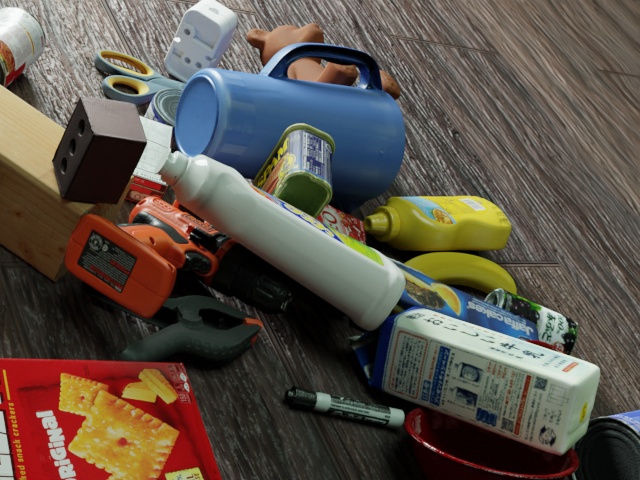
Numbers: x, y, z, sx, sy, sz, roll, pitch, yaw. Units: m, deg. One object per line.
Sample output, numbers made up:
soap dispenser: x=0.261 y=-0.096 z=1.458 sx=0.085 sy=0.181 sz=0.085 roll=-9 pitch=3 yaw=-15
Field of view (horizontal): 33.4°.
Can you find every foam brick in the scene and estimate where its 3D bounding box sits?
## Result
foam brick: x=-0.192 y=-0.077 z=0.925 sx=0.051 sy=0.078 sz=0.053 roll=7 pitch=41 yaw=-34

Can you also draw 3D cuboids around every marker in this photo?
marker: x=0.022 y=0.157 z=1.006 sx=0.121 sy=0.020 sz=0.020 roll=16 pitch=38 yaw=-21

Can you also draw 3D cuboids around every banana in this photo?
banana: x=0.157 y=0.043 z=1.234 sx=0.197 sy=0.037 sz=0.070 roll=10 pitch=38 yaw=-28

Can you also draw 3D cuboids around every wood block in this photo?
wood block: x=-0.292 y=-0.069 z=0.989 sx=0.206 sy=0.090 sz=0.090 roll=34 pitch=34 yaw=5

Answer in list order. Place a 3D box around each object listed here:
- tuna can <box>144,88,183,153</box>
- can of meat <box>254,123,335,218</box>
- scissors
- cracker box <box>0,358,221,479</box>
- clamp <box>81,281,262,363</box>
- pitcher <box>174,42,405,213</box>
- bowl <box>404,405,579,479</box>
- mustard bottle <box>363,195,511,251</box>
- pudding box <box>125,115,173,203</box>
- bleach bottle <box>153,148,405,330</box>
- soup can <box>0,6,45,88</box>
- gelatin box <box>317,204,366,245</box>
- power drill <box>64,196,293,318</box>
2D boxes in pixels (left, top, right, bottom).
tuna can: x=-0.157 y=-0.135 z=1.221 sx=0.086 sy=0.034 sz=0.086 roll=20 pitch=36 yaw=-16
can of meat: x=-0.028 y=-0.054 z=1.092 sx=0.057 sy=0.102 sz=0.084 roll=24 pitch=36 yaw=-18
scissors: x=-0.176 y=-0.171 z=1.269 sx=0.201 sy=0.016 sz=0.096 roll=22 pitch=37 yaw=-13
cracker box: x=-0.186 y=0.167 z=0.790 sx=0.213 sy=0.072 sz=0.164 roll=6 pitch=42 yaw=-31
clamp: x=-0.135 y=0.072 z=0.977 sx=0.171 sy=0.039 sz=0.120 roll=5 pitch=41 yaw=-45
pitcher: x=-0.033 y=-0.131 z=1.190 sx=0.242 sy=0.145 sz=0.149 roll=6 pitch=54 yaw=-36
bowl: x=0.151 y=0.206 z=0.978 sx=0.162 sy=0.055 sz=0.162 roll=10 pitch=10 yaw=-2
mustard bottle: x=0.130 y=-0.020 z=1.269 sx=0.191 sy=0.058 sz=0.096 roll=-1 pitch=27 yaw=-37
pudding box: x=-0.205 y=-0.091 z=1.128 sx=0.090 sy=0.039 sz=0.113 roll=19 pitch=38 yaw=-18
bleach bottle: x=-0.043 y=-0.009 z=1.008 sx=0.250 sy=0.068 sz=0.103 roll=31 pitch=8 yaw=-21
soup can: x=-0.343 y=-0.200 z=1.131 sx=0.068 sy=0.069 sz=0.102 roll=28 pitch=34 yaw=-4
gelatin box: x=0.013 y=0.001 z=1.131 sx=0.073 sy=0.030 sz=0.089 roll=25 pitch=34 yaw=-22
power drill: x=-0.129 y=0.023 z=0.973 sx=0.184 sy=0.057 sz=0.187 roll=29 pitch=12 yaw=16
